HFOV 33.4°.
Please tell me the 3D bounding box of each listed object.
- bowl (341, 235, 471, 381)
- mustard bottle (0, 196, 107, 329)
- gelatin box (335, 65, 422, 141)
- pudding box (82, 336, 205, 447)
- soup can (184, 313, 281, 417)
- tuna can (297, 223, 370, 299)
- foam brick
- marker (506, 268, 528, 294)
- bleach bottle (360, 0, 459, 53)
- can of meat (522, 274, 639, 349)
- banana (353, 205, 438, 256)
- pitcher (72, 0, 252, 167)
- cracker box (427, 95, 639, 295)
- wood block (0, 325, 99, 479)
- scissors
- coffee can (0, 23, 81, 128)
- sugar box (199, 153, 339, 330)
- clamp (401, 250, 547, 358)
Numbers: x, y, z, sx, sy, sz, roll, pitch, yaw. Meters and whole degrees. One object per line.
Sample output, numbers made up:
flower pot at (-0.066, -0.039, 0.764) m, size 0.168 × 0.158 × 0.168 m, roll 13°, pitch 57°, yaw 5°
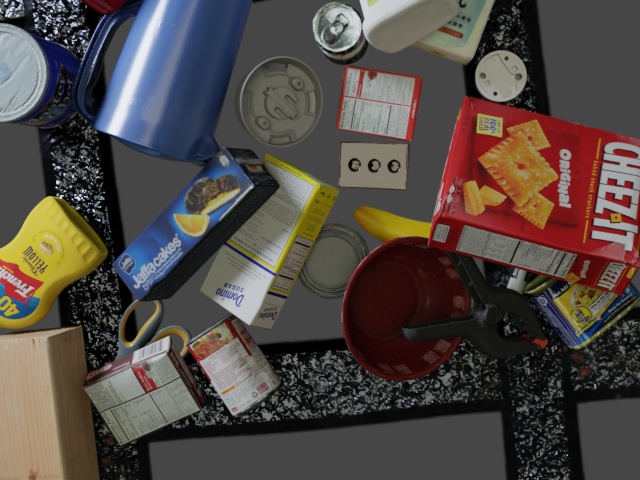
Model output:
bowl at (0.085, 0.071, 1.181) m, size 0.161 × 0.055 × 0.162 m, roll -4°, pitch 99°, yaw -25°
mustard bottle at (-0.344, 0.045, 1.233) m, size 0.192 × 0.058 × 0.096 m, roll -43°, pitch 85°, yaw 6°
gelatin box at (0.066, -0.154, 1.201) m, size 0.089 × 0.030 × 0.073 m, roll 9°, pitch 95°, yaw 4°
pudding box at (-0.203, 0.175, 1.228) m, size 0.113 × 0.039 × 0.090 m, roll -24°, pitch 111°, yaw 8°
soup can at (-0.098, 0.141, 1.213) m, size 0.068 × 0.068 × 0.102 m, roll -34°, pitch 91°, yaw 6°
tuna can at (0.014, 0.023, 1.213) m, size 0.086 × 0.033 × 0.086 m, roll 0°, pitch 93°, yaw 5°
foam brick at (0.061, -0.084, 1.194) m, size 0.078 × 0.051 × 0.053 m, roll 2°, pitch 94°, yaw 4°
marker at (0.237, 0.001, 1.200) m, size 0.020 × 0.020 × 0.121 m, roll 17°, pitch 95°, yaw 4°
bleach bottle at (0.067, -0.330, 1.139) m, size 0.103 × 0.068 × 0.251 m, roll -27°, pitch 62°, yaw 24°
can of meat at (0.290, 0.058, 1.176) m, size 0.102 × 0.057 × 0.084 m, roll -38°, pitch 91°, yaw -5°
banana at (0.138, -0.015, 1.202) m, size 0.198 × 0.037 × 0.069 m, roll -7°, pitch 75°, yaw 4°
pitcher at (-0.162, -0.212, 1.173) m, size 0.149 × 0.145 × 0.243 m, roll 18°, pitch 91°, yaw -31°
cracker box at (0.236, -0.051, 1.135) m, size 0.214 × 0.072 × 0.164 m, roll 14°, pitch 60°, yaw 5°
wood block at (-0.319, 0.208, 1.219) m, size 0.091 × 0.090 × 0.206 m, roll -5°, pitch 93°, yaw 14°
scissors at (-0.221, 0.159, 1.251) m, size 0.096 × 0.016 × 0.202 m, roll 26°, pitch 100°, yaw -1°
coffee can at (-0.328, -0.178, 1.178) m, size 0.103 × 0.140 × 0.103 m, roll 0°, pitch 93°, yaw 5°
sugar box at (-0.058, 0.001, 1.195) m, size 0.093 × 0.048 × 0.176 m, roll 31°, pitch 99°, yaw 38°
clamp at (0.171, 0.088, 1.171) m, size 0.171 × 0.039 × 0.120 m, roll 36°, pitch 89°, yaw -18°
